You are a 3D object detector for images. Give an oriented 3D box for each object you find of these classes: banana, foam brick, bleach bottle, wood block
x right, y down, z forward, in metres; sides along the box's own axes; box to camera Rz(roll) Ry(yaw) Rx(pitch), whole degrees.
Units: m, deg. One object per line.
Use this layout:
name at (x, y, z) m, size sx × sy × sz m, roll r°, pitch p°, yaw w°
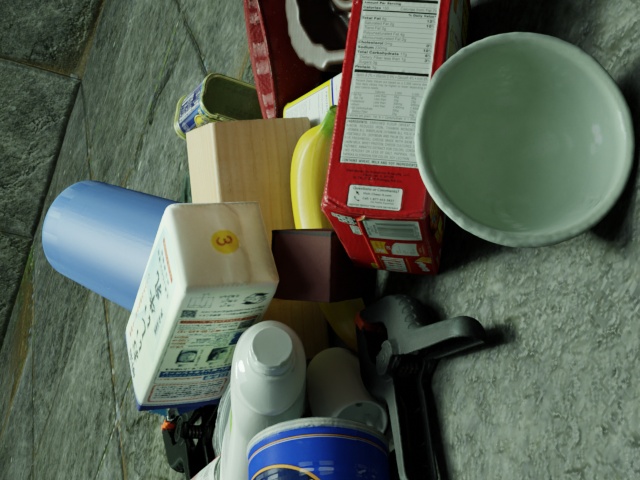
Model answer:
banana at (0.005, -0.006, 0.866) m, size 0.070 × 0.037 × 0.198 m, roll 165°, pitch 97°, yaw -69°
foam brick at (0.003, 0.017, 0.799) m, size 0.053 × 0.078 × 0.051 m, roll 2°, pitch 93°, yaw 29°
bleach bottle at (-0.042, 0.136, 0.815) m, size 0.251 × 0.068 × 0.102 m, roll 100°, pitch 172°, yaw -62°
wood block at (-0.055, 0.001, 0.931) m, size 0.091 × 0.090 × 0.206 m, roll 177°, pitch 87°, yaw -68°

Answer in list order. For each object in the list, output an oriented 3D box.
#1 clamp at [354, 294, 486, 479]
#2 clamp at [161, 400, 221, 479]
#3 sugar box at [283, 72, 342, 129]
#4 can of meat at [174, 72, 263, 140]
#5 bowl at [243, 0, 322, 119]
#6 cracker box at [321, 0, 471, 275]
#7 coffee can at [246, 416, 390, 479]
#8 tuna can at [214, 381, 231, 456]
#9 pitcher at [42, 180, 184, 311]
clamp at (0.058, 0.095, 0.739) m, size 0.172 × 0.039 × 0.120 m, roll -151°, pitch 80°, yaw -73°
clamp at (-0.138, 0.217, 1.157) m, size 0.210 × 0.036 × 0.164 m, roll 149°, pitch 131°, yaw -64°
sugar box at (0.022, -0.090, 0.910) m, size 0.176 × 0.048 × 0.093 m, roll -11°, pitch 84°, yaw 64°
can of meat at (-0.102, -0.142, 1.201) m, size 0.084 × 0.102 × 0.057 m, roll -26°, pitch 52°, yaw 61°
bowl at (-0.034, -0.182, 1.039) m, size 0.162 × 0.055 × 0.162 m, roll 170°, pitch 90°, yaw -83°
cracker box at (0.055, -0.098, 0.721) m, size 0.164 × 0.072 × 0.213 m, roll 55°, pitch -139°, yaw -74°
coffee can at (0.001, 0.206, 0.726) m, size 0.103 × 0.102 × 0.140 m, roll 128°, pitch 148°, yaw -47°
tuna can at (-0.071, 0.172, 1.021) m, size 0.086 × 0.033 × 0.086 m, roll -167°, pitch 90°, yaw -69°
pitcher at (-0.164, 0.024, 1.085) m, size 0.243 × 0.144 × 0.149 m, roll 18°, pitch 99°, yaw 36°
